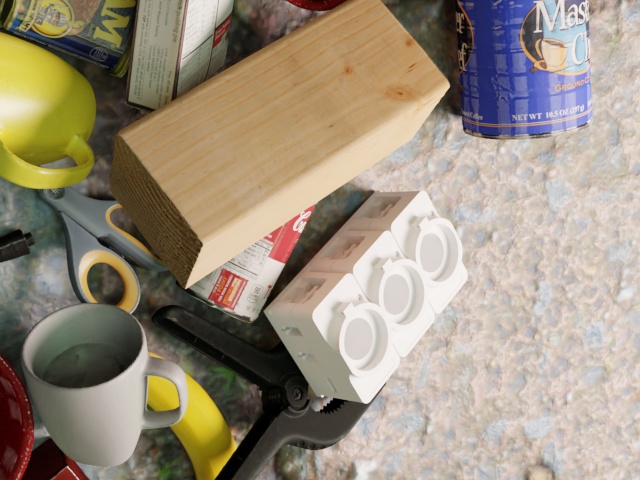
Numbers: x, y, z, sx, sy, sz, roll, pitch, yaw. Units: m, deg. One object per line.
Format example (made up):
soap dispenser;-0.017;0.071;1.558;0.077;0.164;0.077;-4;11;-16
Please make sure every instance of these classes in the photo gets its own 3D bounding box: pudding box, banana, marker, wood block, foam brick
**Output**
pudding box;-0.088;-0.149;0.697;0.039;0.090;0.114;20;127;9
banana;-0.101;0.159;0.822;0.069;0.037;0.198;-23;112;-19
marker;-0.252;0.021;0.723;0.121;0.020;0.020;-24;112;-19
wood block;-0.028;-0.069;0.711;0.205;0.091;0.090;-35;80;-23
foam brick;-0.205;0.193;0.772;0.078;0.051;0.053;-37;117;-13

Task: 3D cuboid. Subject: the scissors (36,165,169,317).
scissors;-0.186;-0.014;0.739;0.201;0.016;0.096;27;75;-29

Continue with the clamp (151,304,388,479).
clamp;-0.034;0.111;0.824;0.209;0.036;0.164;-15;91;-38

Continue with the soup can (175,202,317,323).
soup can;-0.055;0.001;0.786;0.068;0.069;0.102;27;91;-29

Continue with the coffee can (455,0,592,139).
coffee can;0.157;-0.158;0.828;0.102;0.103;0.140;-14;109;-22

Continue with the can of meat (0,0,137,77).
can of meat;-0.155;-0.170;0.699;0.083;0.058;0.102;19;94;-26
